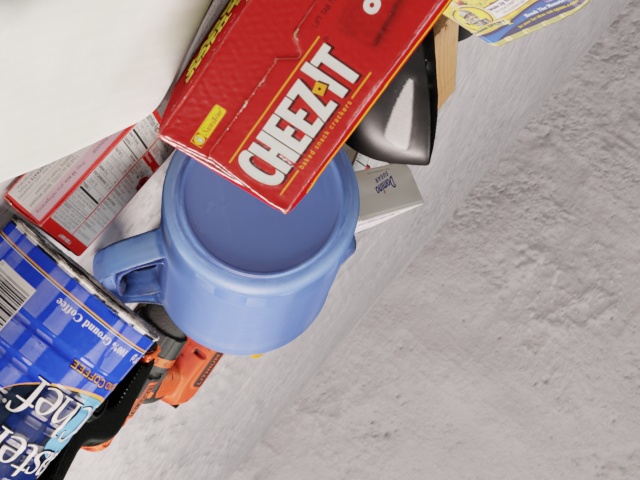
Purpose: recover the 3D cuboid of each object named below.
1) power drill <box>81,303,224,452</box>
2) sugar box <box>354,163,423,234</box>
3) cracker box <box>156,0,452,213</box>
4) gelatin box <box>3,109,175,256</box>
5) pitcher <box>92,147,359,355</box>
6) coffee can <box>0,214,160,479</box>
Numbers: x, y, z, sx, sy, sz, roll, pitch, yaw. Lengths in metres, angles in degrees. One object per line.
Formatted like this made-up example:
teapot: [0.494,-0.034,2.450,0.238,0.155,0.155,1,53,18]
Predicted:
power drill: [-0.138,0.097,0.961,0.184,0.057,0.187,-52,169,9]
sugar box: [-0.009,-0.013,0.901,0.177,0.048,0.093,-28,173,39]
cracker box: [0.006,-0.125,0.493,0.164,0.072,0.213,-53,-165,18]
gelatin box: [-0.122,-0.040,0.580,0.089,0.030,0.073,-50,169,-7]
pitcher: [-0.054,0.001,0.683,0.149,0.145,0.243,-56,179,-12]
coffee can: [-0.169,0.072,0.563,0.140,0.103,0.103,-50,170,-7]
